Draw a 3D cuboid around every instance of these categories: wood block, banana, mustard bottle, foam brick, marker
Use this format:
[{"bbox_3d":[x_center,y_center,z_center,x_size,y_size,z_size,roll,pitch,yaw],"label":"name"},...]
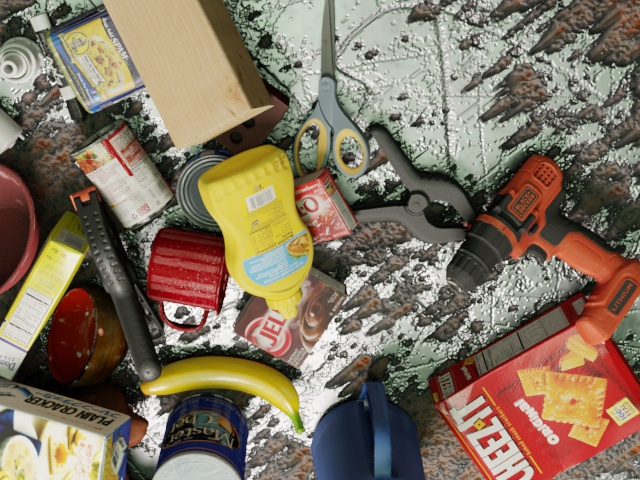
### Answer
[{"bbox_3d":[-0.139,-0.206,1.064,0.091,0.090,0.206,-26,93,15],"label":"wood block"},{"bbox_3d":[-0.107,0.167,1.244,0.198,0.069,0.037,13,142,1],"label":"banana"},{"bbox_3d":[-0.058,0.001,1.137,0.096,0.058,0.191,-28,119,-21],"label":"mustard bottle"},{"bbox_3d":[-0.076,-0.132,1.141,0.053,0.051,0.078,35,106,-12],"label":"foam brick"},{"bbox_3d":[-0.278,-0.182,1.137,0.020,0.020,0.121,-17,109,5],"label":"marker"}]

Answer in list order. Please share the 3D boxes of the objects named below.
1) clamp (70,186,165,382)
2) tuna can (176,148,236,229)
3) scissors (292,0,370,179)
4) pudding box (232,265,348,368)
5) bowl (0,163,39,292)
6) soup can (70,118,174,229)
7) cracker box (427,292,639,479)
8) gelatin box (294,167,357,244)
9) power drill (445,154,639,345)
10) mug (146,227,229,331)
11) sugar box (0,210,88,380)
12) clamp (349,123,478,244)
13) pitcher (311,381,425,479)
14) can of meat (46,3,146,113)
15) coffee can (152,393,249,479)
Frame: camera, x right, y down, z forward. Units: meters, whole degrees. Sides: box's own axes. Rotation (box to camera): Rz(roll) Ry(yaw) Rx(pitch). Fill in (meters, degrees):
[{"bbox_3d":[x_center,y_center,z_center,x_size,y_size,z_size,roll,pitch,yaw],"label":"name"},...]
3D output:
[{"bbox_3d":[-0.216,0.042,1.162,0.036,0.164,0.210,-22,96,-3],"label":"clamp"},{"bbox_3d":[-0.114,-0.057,1.177,0.086,0.034,0.086,0,110,-1],"label":"tuna can"},{"bbox_3d":[0.024,-0.154,1.142,0.096,0.016,0.202,21,109,14],"label":"scissors"},{"bbox_3d":[-0.034,0.078,1.224,0.090,0.039,0.114,30,106,-10],"label":"pudding box"},{"bbox_3d":[-0.362,-0.002,1.158,0.162,0.055,0.162,-6,74,21],"label":"bowl"},{"bbox_3d":[-0.212,-0.071,1.153,0.068,0.068,0.102,-31,108,10],"label":"soup can"},{"bbox_3d":[0.260,0.187,1.250,0.214,0.072,0.164,-32,107,11],"label":"cracker box"},{"bbox_3d":[-0.015,-0.032,1.172,0.089,0.030,0.073,-17,113,34],"label":"gelatin box"},{"bbox_3d":[0.247,0.026,1.150,0.187,0.057,0.184,41,75,-3],"label":"power drill"},{"bbox_3d":[-0.146,0.043,1.181,0.081,0.093,0.117,9,96,1],"label":"mug"},{"bbox_3d":[-0.312,0.061,1.186,0.048,0.093,0.176,27,108,-10],"label":"sugar box"},{"bbox_3d":[0.104,-0.055,1.179,0.171,0.039,0.120,15,114,-3],"label":"clamp"},{"bbox_3d":[0.061,0.279,1.190,0.145,0.243,0.149,-39,107,10],"label":"pitcher"},{"bbox_3d":[-0.225,-0.193,1.115,0.084,0.057,0.102,-23,108,9],"label":"can of meat"},{"bbox_3d":[-0.136,0.254,1.232,0.103,0.140,0.103,0,110,-1],"label":"coffee can"}]
